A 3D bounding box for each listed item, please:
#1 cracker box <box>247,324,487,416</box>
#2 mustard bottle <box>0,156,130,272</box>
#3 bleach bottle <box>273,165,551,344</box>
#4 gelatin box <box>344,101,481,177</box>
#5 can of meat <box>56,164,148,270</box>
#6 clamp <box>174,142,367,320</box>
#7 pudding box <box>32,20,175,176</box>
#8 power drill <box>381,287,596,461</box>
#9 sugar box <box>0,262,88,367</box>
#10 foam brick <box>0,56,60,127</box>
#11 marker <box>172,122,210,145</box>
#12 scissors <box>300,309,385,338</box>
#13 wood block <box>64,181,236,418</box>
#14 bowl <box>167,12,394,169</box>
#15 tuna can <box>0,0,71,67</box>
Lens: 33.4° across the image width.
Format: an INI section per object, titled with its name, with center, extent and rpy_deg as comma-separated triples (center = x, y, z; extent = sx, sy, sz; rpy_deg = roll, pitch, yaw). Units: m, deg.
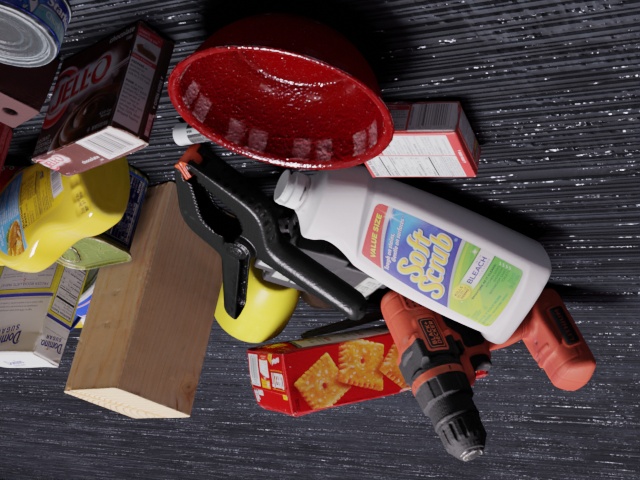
[cracker box]
center = 0.045, 0.131, 1.131
extent = 0.213, 0.072, 0.164
rpy_deg = -8, 178, -17
[mustard bottle]
center = -0.251, -0.024, 0.961
extent = 0.192, 0.096, 0.058
rpy_deg = -29, 151, 35
[bleach bottle]
center = 0.073, 0.004, 0.935
extent = 0.250, 0.068, 0.103
rpy_deg = 21, 115, -19
[gelatin box]
center = 0.072, -0.077, 0.820
extent = 0.089, 0.030, 0.073
rpy_deg = 2, 157, 23
[can of meat]
center = -0.216, -0.024, 1.022
extent = 0.102, 0.084, 0.057
rpy_deg = -11, 149, 43
[clamp]
center = -0.056, 0.001, 0.948
extent = 0.165, 0.036, 0.210
rpy_deg = 2, 135, 33
[pudding box]
center = -0.164, -0.103, 0.799
extent = 0.114, 0.090, 0.039
rpy_deg = -12, 150, 43
[power drill]
center = 0.166, 0.115, 1.016
extent = 0.187, 0.184, 0.057
rpy_deg = -4, 143, -26
[sugar box]
center = -0.287, 0.043, 1.095
extent = 0.093, 0.176, 0.048
rpy_deg = -3, 153, 32
[foam brick]
center = -0.254, -0.131, 0.829
extent = 0.078, 0.051, 0.053
rpy_deg = 27, 154, -33
[marker]
center = -0.069, -0.093, 0.868
extent = 0.121, 0.020, 0.020
rpy_deg = -5, 153, 34
[scissors]
center = 0.082, 0.061, 1.075
extent = 0.201, 0.016, 0.096
rpy_deg = -8, 148, -11
[wood block]
center = -0.162, 0.059, 1.033
extent = 0.090, 0.206, 0.090
rpy_deg = -10, 150, 43
[bowl]
center = -0.023, -0.111, 0.752
extent = 0.162, 0.055, 0.162
rpy_deg = 10, 158, 4
[tuna can]
center = -0.225, -0.161, 0.765
extent = 0.086, 0.033, 0.086
rpy_deg = 10, 158, 4
